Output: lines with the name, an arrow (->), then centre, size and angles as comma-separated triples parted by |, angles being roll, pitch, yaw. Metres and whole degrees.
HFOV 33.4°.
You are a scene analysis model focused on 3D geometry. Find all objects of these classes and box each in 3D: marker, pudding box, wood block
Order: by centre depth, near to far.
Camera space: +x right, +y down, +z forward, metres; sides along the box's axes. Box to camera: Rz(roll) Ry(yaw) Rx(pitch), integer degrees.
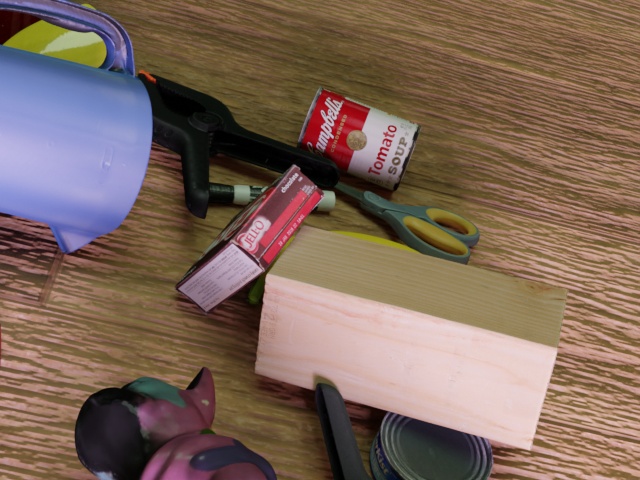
wood block -> 0.066, 0.068, 0.784 | 0.206, 0.090, 0.090 | 14, 28, 12
pudding box -> -0.055, 0.001, 0.820 | 0.039, 0.114, 0.090 | 43, 54, -6
marker -> -0.047, -0.039, 0.946 | 0.121, 0.020, 0.020 | 3, 45, -17

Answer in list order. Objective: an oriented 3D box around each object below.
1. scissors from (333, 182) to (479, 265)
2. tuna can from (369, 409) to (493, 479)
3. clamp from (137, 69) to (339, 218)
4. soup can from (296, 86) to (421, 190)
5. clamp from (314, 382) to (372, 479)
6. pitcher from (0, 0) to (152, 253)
scissors -> 0.064, -0.034, 0.986 | 0.202, 0.016, 0.096 | 36, 32, 29
tuna can -> 0.080, 0.158, 0.778 | 0.086, 0.034, 0.086 | 11, 43, -10
clamp -> -0.107, -0.089, 0.944 | 0.210, 0.036, 0.164 | 35, 34, 26
soup can -> 0.035, -0.094, 0.998 | 0.102, 0.069, 0.068 | 21, 42, 1
clamp -> 0.008, 0.188, 0.714 | 0.120, 0.039, 0.171 | -31, 66, -21
pitcher -> -0.253, -0.098, 0.785 | 0.242, 0.145, 0.149 | 13, 51, -36
